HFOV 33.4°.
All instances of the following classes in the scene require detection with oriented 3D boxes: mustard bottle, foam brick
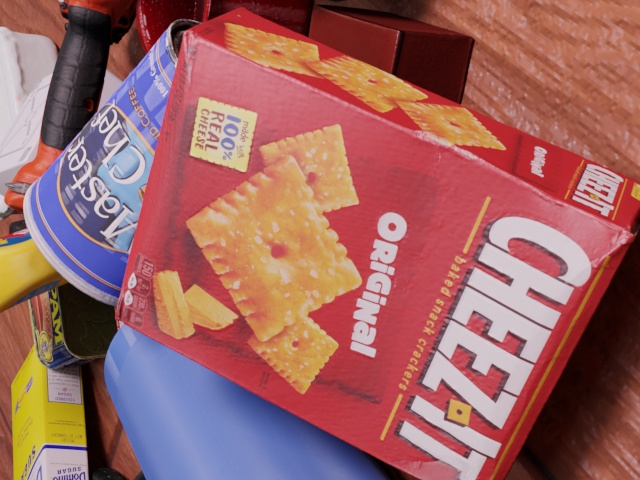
[{"bbox_3d":[-0.221,0.017,0.810,0.096,0.191,0.058,-9,104,53],"label":"mustard bottle"},{"bbox_3d":[0.034,-0.095,0.583,0.078,0.051,0.053,31,118,48],"label":"foam brick"}]

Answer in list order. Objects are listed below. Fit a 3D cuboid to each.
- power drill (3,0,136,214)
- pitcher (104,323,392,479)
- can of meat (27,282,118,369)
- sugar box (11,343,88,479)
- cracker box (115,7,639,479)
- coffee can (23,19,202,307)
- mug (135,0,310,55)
[{"bbox_3d":[-0.171,-0.106,0.752,0.184,0.057,0.187,175,106,-82],"label":"power drill"},{"bbox_3d":[-0.040,0.145,0.650,0.243,0.144,0.149,49,118,44],"label":"pitcher"},{"bbox_3d":[-0.212,0.057,0.919,0.084,0.057,0.102,-24,73,54],"label":"can of meat"},{"bbox_3d":[-0.241,0.182,0.943,0.093,0.048,0.176,-53,36,40],"label":"sugar box"},{"bbox_3d":[0.019,0.009,0.508,0.214,0.072,0.164,26,119,11],"label":"cracker box"},{"bbox_3d":[-0.090,-0.042,0.621,0.140,0.102,0.103,-43,57,23],"label":"coffee can"},{"bbox_3d":[-0.055,-0.159,0.671,0.093,0.081,0.117,60,136,31],"label":"mug"}]
